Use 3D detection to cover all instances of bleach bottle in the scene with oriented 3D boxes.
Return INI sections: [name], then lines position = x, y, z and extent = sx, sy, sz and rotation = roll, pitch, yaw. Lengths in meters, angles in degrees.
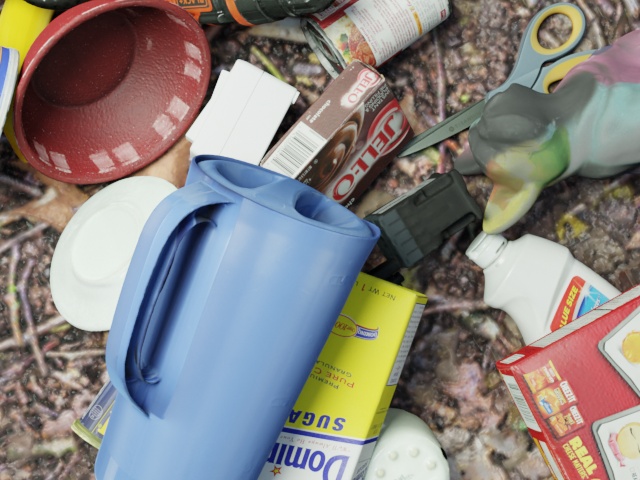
[bleach bottle]
position = 0.217, 0.087, 0.863
extent = 0.251, 0.068, 0.102
rotation = 40, 85, -2

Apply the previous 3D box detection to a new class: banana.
[banana]
position = -0.216, -0.162, 0.828
extent = 0.069, 0.037, 0.198
rotation = 22, 88, -3

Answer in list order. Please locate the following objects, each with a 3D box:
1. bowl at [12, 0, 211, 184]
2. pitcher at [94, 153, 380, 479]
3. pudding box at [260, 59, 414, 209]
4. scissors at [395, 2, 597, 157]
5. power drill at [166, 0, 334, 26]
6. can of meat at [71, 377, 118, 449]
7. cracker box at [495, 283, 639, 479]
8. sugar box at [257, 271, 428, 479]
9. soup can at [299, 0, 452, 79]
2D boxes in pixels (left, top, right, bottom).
[bowl]
position = -0.164, -0.122, 0.797
extent = 0.162, 0.162, 0.055
rotation = -40, 57, -5
[pitcher]
position = -0.071, 0.071, 0.716
extent = 0.149, 0.145, 0.243
rotation = 21, 102, -11
[pudding box]
position = 0.016, -0.071, 0.826
extent = 0.113, 0.090, 0.039
rotation = -46, 59, -3
[scissors]
position = 0.148, -0.136, 0.879
extent = 0.201, 0.016, 0.096
rotation = -13, 90, -6
[power drill]
position = -0.070, -0.248, 0.768
extent = 0.057, 0.185, 0.188
rotation = -25, 114, -49
[can of meat]
position = -0.126, 0.137, 0.828
extent = 0.102, 0.057, 0.084
rotation = 36, 83, -6
[cracker box]
position = 0.262, 0.115, 0.798
extent = 0.213, 0.072, 0.164
rotation = -28, 89, -5
[sugar box]
position = 0.005, 0.108, 0.792
extent = 0.093, 0.048, 0.176
rotation = 19, 89, 20
[soup can]
position = 0.044, -0.176, 0.841
extent = 0.102, 0.068, 0.068
rotation = -37, 94, -6
